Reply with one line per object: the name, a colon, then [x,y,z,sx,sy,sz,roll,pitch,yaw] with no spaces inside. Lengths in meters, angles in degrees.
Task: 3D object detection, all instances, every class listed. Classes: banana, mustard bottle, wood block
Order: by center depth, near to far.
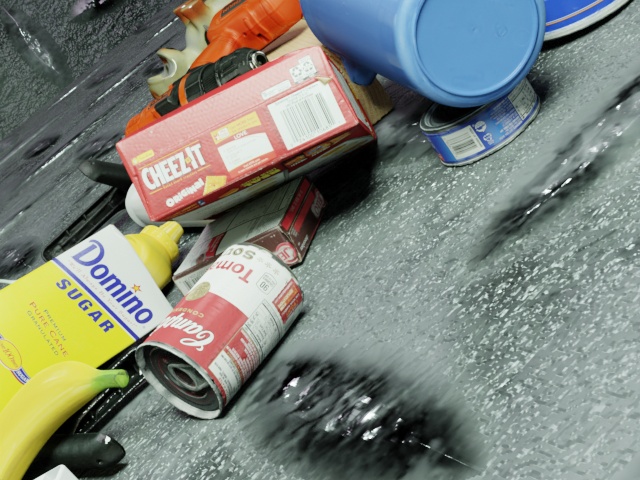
banana: [-0.207,0.152,0.710,0.198,0.037,0.070,-56,37,-4]
mustard bottle: [-0.187,0.050,0.943,0.096,0.058,0.191,-11,33,53]
wood block: [-0.014,-0.153,1.051,0.091,0.090,0.206,-38,19,-2]

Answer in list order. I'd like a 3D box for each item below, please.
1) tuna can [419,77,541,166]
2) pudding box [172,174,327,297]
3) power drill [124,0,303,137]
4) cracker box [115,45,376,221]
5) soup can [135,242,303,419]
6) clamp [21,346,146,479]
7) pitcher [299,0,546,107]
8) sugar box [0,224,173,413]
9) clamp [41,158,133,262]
tuna can: [0.116,-0.094,0.785,0.086,0.033,0.086,-33,21,14]
pudding box: [-0.056,0.001,0.860,0.114,0.039,0.090,-24,21,27]
power drill: [-0.084,-0.164,0.975,0.185,0.057,0.187,-23,27,43]
cracker box: [-0.048,-0.078,0.840,0.164,0.072,0.213,-25,0,7]
soup can: [-0.064,0.058,0.708,0.069,0.068,0.102,-12,31,50]
clamp: [-0.191,0.151,0.764,0.171,0.039,0.120,-37,15,12]
pitcher: [0.074,-0.189,0.803,0.145,0.149,0.243,-36,25,0]
sugar box: [-0.209,0.068,0.833,0.176,0.093,0.048,-36,3,-32]
clamp: [-0.220,-0.068,1.211,0.209,0.036,0.165,-38,-12,-40]
